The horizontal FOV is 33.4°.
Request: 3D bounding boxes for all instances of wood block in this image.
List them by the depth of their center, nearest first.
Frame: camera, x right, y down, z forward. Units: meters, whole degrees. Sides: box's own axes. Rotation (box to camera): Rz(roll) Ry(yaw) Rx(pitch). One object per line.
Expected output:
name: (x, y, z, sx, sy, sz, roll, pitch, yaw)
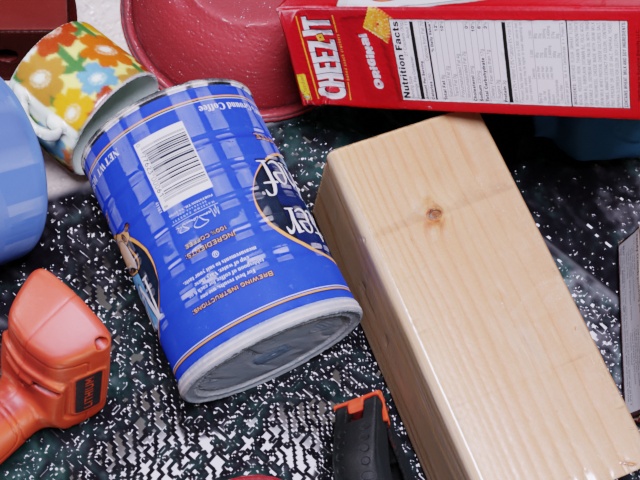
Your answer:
wood block: (0.079, 0.045, 0.573, 0.090, 0.090, 0.206, -19, 72, -12)

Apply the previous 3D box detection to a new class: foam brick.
foam brick: (-0.184, -0.130, 0.629, 0.078, 0.053, 0.051, -2, 69, -7)

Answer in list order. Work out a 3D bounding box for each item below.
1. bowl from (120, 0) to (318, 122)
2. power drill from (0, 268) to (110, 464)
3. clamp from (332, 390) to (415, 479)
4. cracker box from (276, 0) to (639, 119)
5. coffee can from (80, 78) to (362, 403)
bowl: (-0.043, -0.156, 0.655, 0.162, 0.055, 0.162, 2, 68, -6)
power drill: (-0.182, 0.095, 0.483, 0.057, 0.185, 0.187, 44, 61, 10)
clamp: (0.041, 0.162, 0.533, 0.039, 0.120, 0.171, -15, 51, 10)
cracker box: (0.109, -0.136, 0.587, 0.214, 0.072, 0.164, 6, 40, 26)
coffee can: (-0.054, 0.001, 0.567, 0.102, 0.103, 0.140, -22, 73, -15)
